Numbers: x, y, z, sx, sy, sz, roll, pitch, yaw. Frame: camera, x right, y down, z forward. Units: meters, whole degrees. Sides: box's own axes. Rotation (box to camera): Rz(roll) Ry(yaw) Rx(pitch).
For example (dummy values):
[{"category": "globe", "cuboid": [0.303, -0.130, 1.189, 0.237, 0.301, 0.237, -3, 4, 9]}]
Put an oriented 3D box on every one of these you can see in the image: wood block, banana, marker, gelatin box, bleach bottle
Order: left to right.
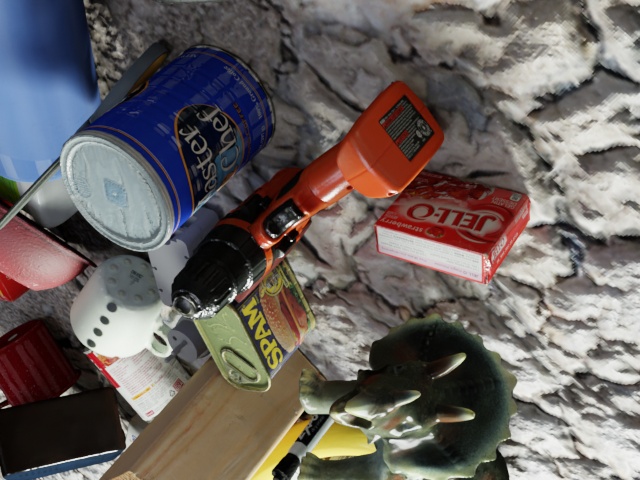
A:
[{"category": "bleach bottle", "cuboid": [-0.344, -0.105, 1.045, 0.251, 0.068, 0.102, 25, 138, 24]}, {"category": "wood block", "cuboid": [-0.099, 0.178, 0.981, 0.090, 0.205, 0.091, 48, 140, -6]}, {"category": "banana", "cuboid": [-0.015, 0.209, 1.026, 0.198, 0.037, 0.069, -15, 89, 17]}, {"category": "marker", "cuboid": [-0.007, 0.176, 0.971, 0.020, 0.121, 0.020, 22, 137, 23]}, {"category": "gelatin box", "cuboid": [0.094, -0.012, 0.757, 0.089, 0.073, 0.030, 16, 134, 28]}]

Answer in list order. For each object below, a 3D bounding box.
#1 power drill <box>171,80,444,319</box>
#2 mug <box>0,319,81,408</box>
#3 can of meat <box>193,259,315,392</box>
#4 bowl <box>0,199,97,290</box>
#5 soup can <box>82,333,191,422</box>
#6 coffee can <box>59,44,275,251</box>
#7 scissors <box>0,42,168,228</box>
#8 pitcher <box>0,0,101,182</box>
[{"category": "power drill", "cuboid": [-0.012, -0.028, 0.760, 0.188, 0.184, 0.057, -31, 104, 40]}, {"category": "mug", "cuboid": [-0.350, 0.151, 1.243, 0.081, 0.117, 0.093, 61, 175, -14]}, {"category": "can of meat", "cuboid": [-0.058, 0.068, 0.945, 0.058, 0.083, 0.102, -1, 124, 40]}, {"category": "bowl", "cuboid": [-0.301, 0.002, 1.047, 0.162, 0.055, 0.162, 33, 174, 4]}, {"category": "soup can", "cuboid": [-0.191, 0.133, 1.125, 0.102, 0.068, 0.069, 51, 140, -11]}, {"category": "coffee can", "cuboid": [-0.115, -0.073, 0.821, 0.103, 0.140, 0.103, 22, 137, 23]}, {"category": "scissors", "cuboid": [-0.189, -0.077, 0.850, 0.016, 0.201, 0.096, 39, 164, -4]}, {"category": "pitcher", "cuboid": [-0.255, -0.174, 0.866, 0.145, 0.149, 0.243, -1, 134, 3]}]
